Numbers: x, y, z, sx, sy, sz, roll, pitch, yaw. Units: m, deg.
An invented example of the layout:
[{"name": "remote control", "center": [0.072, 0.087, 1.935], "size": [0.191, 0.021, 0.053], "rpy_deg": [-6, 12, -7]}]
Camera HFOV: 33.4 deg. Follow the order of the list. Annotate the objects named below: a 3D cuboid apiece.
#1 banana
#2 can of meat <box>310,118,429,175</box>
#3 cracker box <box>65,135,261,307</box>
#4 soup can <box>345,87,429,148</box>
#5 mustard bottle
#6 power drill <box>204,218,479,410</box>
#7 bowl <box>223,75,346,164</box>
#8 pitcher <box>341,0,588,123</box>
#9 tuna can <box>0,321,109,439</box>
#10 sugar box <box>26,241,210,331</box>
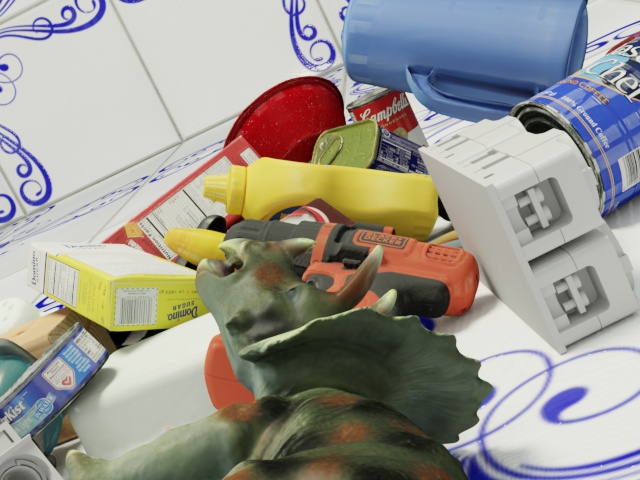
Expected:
[{"name": "banana", "center": [-0.042, 0.011, 0.927], "size": [0.197, 0.037, 0.070], "rpy_deg": [-5, 35, -44]}, {"name": "can of meat", "center": [0.054, -0.081, 1.114], "size": [0.083, 0.057, 0.102], "rpy_deg": [20, -18, -35]}, {"name": "cracker box", "center": [-0.154, 0.004, 1.100], "size": [0.213, 0.072, 0.164], "rpy_deg": [-41, -2, -26]}, {"name": "soup can", "center": [0.080, -0.118, 1.195], "size": [0.068, 0.102, 0.068], "rpy_deg": [-25, 13, 6]}, {"name": "mustard bottle", "center": [-0.003, -0.034, 0.897], "size": [0.191, 0.058, 0.096], "rpy_deg": [7, -12, -8]}, {"name": "power drill", "center": [-0.004, 0.043, 0.684], "size": [0.185, 0.057, 0.187], "rpy_deg": [8, 29, 17]}, {"name": "bowl", "center": [-0.027, -0.100, 1.175], "size": [0.162, 0.162, 0.055], "rpy_deg": [-30, 57, -16]}, {"name": "pitcher", "center": [0.146, -0.194, 1.097], "size": [0.243, 0.145, 0.149], "rpy_deg": [11, 7, 18]}, {"name": "tuna can", "center": [-0.189, 0.099, 0.748], "size": [0.086, 0.033, 0.086], "rpy_deg": [-43, 8, 8]}, {"name": "sugar box", "center": [-0.166, 0.035, 0.873], "size": [0.093, 0.048, 0.177], "rpy_deg": [2, 5, -34]}]
